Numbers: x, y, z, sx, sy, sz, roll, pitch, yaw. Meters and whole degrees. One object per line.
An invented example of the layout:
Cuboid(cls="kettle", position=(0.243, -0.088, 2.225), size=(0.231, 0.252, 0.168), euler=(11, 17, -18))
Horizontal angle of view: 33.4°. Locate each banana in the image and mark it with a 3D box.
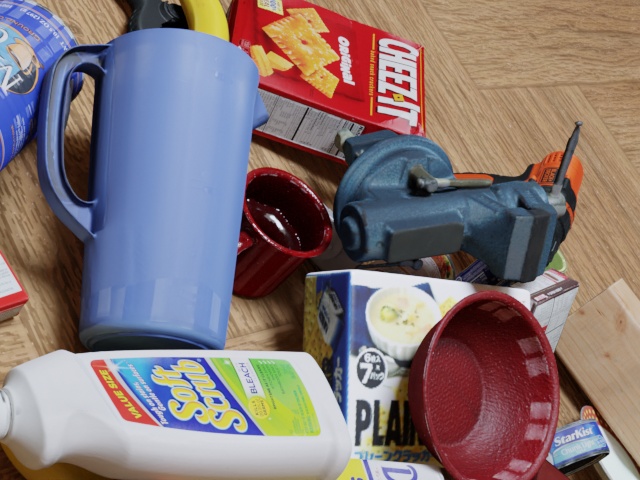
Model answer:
Cuboid(cls="banana", position=(-0.120, -0.193, 1.013), size=(0.069, 0.037, 0.198), euler=(0, 53, -17))

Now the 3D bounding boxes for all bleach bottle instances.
Cuboid(cls="bleach bottle", position=(-0.104, 0.119, 0.695), size=(0.250, 0.068, 0.103), euler=(6, 45, -37))

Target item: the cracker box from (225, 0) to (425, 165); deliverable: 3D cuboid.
Cuboid(cls="cracker box", position=(0.000, -0.167, 1.096), size=(0.213, 0.072, 0.164), euler=(18, 45, -13))

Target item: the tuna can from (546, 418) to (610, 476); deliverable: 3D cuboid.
Cuboid(cls="tuna can", position=(0.224, 0.198, 0.992), size=(0.085, 0.086, 0.034), euler=(0, 59, -41))

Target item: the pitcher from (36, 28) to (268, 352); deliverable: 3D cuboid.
Cuboid(cls="pitcher", position=(-0.129, -0.033, 0.819), size=(0.149, 0.145, 0.243), euler=(-2, 68, 10))

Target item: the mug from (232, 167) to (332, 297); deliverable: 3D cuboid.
Cuboid(cls="mug", position=(-0.056, 0.001, 0.920), size=(0.093, 0.082, 0.117), euler=(49, 39, 4))

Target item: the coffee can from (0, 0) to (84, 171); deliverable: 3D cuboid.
Cuboid(cls="coffee can", position=(-0.260, -0.113, 0.824), size=(0.102, 0.103, 0.140), euler=(38, 40, -9))

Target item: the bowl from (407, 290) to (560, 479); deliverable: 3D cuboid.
Cuboid(cls="bowl", position=(0.122, 0.122, 0.859), size=(0.161, 0.055, 0.162), euler=(6, 80, -39))

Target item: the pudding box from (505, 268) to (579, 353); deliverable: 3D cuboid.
Cuboid(cls="pudding box", position=(0.203, 0.091, 1.047), size=(0.039, 0.114, 0.089), euler=(32, 30, 31))

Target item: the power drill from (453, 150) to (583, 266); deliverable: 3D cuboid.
Cuboid(cls="power drill", position=(0.159, -0.029, 1.064), size=(0.184, 0.188, 0.057), euler=(-54, 139, -52))

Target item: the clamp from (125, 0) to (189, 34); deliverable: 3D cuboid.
Cuboid(cls="clamp", position=(-0.146, -0.220, 1.069), size=(0.164, 0.036, 0.210), euler=(4, 54, -41))

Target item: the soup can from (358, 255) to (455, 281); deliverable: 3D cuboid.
Cuboid(cls="soup can", position=(0.073, 0.045, 1.008), size=(0.068, 0.069, 0.102), euler=(53, 40, 9))

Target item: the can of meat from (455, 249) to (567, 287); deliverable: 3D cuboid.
Cuboid(cls="can of meat", position=(0.194, 0.037, 1.107), size=(0.101, 0.084, 0.057), euler=(-9, 63, -45))
